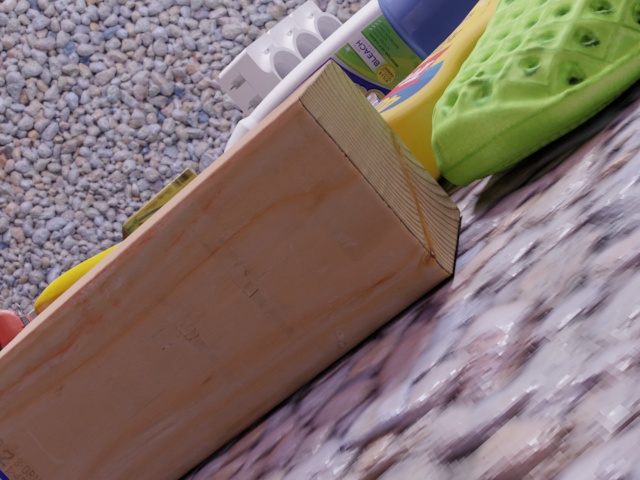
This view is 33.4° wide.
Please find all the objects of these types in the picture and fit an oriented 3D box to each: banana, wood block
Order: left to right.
[{"bbox_3d":[-0.157,0.020,0.899,0.198,0.037,0.069,-26,-8,0],"label":"banana"},{"bbox_3d":[-0.048,0.028,0.461,0.206,0.090,0.090,-39,8,19],"label":"wood block"}]

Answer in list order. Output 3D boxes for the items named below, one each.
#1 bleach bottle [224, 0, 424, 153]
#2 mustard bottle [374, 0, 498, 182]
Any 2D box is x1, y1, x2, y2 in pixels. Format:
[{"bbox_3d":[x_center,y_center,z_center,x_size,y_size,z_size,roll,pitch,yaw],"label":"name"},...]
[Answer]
[{"bbox_3d":[0.009,-0.117,0.971,0.251,0.102,0.068,-43,4,3],"label":"bleach bottle"},{"bbox_3d":[0.059,-0.065,0.566,0.191,0.058,0.096,-45,7,-20],"label":"mustard bottle"}]
